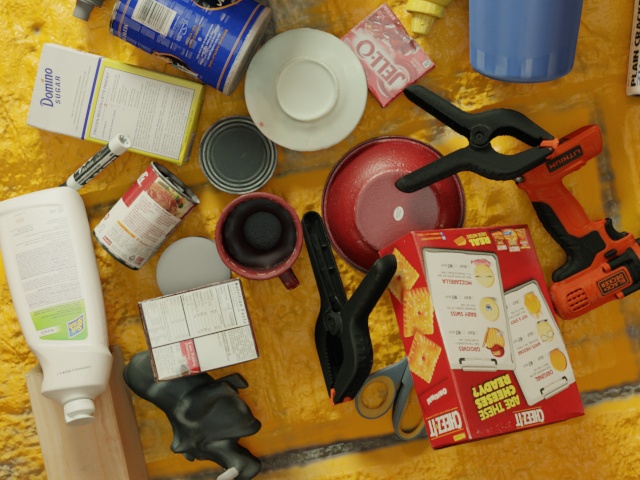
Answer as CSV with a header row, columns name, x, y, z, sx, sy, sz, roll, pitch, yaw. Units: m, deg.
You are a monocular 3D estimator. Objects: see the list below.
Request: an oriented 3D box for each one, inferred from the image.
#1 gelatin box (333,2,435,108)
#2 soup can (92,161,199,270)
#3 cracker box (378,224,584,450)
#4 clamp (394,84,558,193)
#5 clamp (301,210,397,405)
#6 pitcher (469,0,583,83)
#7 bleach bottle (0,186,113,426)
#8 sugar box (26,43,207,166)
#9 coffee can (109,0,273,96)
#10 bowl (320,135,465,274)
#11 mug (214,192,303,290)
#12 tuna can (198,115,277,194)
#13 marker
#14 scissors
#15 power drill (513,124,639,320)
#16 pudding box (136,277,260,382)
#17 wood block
name,x,y,z,sx,sy,sz,roll,pitch,yaw
gelatin box,0.069,-0.199,1.156,0.073,0.030,0.089,-39,95,5
soup can,-0.189,-0.026,1.159,0.068,0.068,0.102,42,96,-4
cracker box,0.165,0.095,1.103,0.163,0.072,0.214,-4,73,-34
clamp,0.158,-0.094,1.117,0.171,0.039,0.120,13,81,10
clamp,0.030,0.083,1.144,0.036,0.165,0.210,-10,106,-29
pitcher,0.216,-0.292,1.083,0.149,0.145,0.243,-7,115,-13
bleach bottle,-0.278,0.072,1.116,0.102,0.068,0.251,-15,67,1
sugar box,-0.220,-0.148,1.156,0.176,0.048,0.093,16,99,1
coffee can,-0.135,-0.228,1.117,0.140,0.103,0.103,27,96,-3
bowl,0.081,-0.033,1.163,0.162,0.055,0.162,0,97,0
mug,-0.058,0.001,1.154,0.093,0.081,0.117,-34,95,4
tuna can,-0.089,-0.094,1.167,0.086,0.034,0.086,0,97,0
marker,-0.249,-0.076,1.154,0.121,0.020,0.020,-34,96,31
scissors,0.093,0.125,1.201,0.096,0.016,0.202,6,97,0
power drill,0.307,-0.028,1.162,0.184,0.057,0.187,-27,95,0
pudding box,-0.128,0.095,1.124,0.113,0.039,0.090,-13,86,-11
wood block,-0.251,0.230,1.177,0.090,0.091,0.206,-10,97,2
